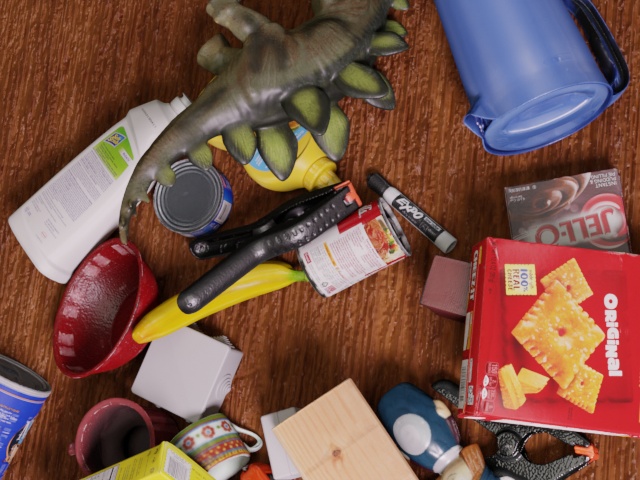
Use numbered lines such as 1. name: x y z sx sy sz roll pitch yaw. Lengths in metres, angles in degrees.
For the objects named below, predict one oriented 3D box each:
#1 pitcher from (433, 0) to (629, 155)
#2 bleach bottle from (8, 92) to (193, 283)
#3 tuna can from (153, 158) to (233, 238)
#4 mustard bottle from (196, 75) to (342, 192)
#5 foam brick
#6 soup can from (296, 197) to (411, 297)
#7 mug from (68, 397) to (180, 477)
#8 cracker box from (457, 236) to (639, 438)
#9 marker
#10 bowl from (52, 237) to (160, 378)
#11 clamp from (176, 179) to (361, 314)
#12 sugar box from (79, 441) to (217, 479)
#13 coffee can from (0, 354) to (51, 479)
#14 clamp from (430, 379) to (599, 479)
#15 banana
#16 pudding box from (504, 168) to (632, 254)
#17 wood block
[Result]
1. pitcher: 0.195 -0.219 1.073 0.145 0.149 0.243 -28 69 26
2. bleach bottle: -0.236 -0.070 1.221 0.251 0.068 0.103 -41 66 5
3. tuna can: -0.142 -0.046 1.198 0.086 0.033 0.086 -4 77 19
4. mustard bottle: -0.050 -0.110 1.166 0.192 0.058 0.096 39 86 23
5. foam brick: 0.138 0.051 1.055 0.051 0.078 0.053 15 84 23
6. soup can: 0.034 0.008 1.106 0.102 0.068 0.068 -28 71 12
7. mug: -0.211 0.219 1.139 0.117 0.081 0.093 -11 75 17
8. cracker box: 0.241 0.092 0.974 0.213 0.072 0.164 7 81 -3
9. marker: 0.093 -0.031 1.120 0.121 0.020 0.020 42 94 22
10. bowl: -0.225 0.080 1.168 0.162 0.055 0.162 -27 50 37
11. clamp: -0.057 0.001 1.100 0.210 0.164 0.036 -24 111 14
12. sugar box: -0.191 0.268 1.066 0.176 0.093 0.048 -29 32 24
13. coffee can: -0.379 0.205 1.190 0.103 0.102 0.140 29 89 22
14. clamp: 0.178 0.189 1.032 0.172 0.039 0.120 -9 81 20
15. banana: -0.109 0.059 1.130 0.197 0.070 0.037 -22 96 -13
16. pudding box: 0.244 -0.016 1.052 0.114 0.039 0.090 -10 76 17
17. wood block: 0.048 0.243 1.010 0.090 0.090 0.206 -32 79 -7
